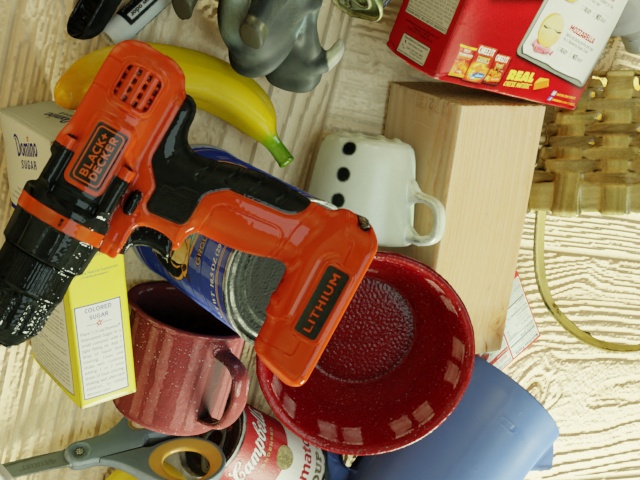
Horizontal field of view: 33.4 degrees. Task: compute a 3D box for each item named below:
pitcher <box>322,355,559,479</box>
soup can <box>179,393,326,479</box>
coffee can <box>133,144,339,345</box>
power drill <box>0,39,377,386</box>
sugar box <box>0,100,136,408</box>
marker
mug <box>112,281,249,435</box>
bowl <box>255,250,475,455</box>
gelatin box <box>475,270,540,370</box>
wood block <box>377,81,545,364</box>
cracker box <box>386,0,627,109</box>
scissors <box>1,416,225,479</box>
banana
[{"bbox_3d":[0.072,0.207,0.894,0.242,0.149,0.145,-50,147,-16],"label":"pitcher"},{"bbox_3d":[-0.052,0.169,0.837,0.102,0.069,0.068,36,85,-40],"label":"soup can"},{"bbox_3d":[-0.055,0.001,0.721,0.102,0.140,0.103,-14,116,-31],"label":"coffee can"},{"bbox_3d":[-0.077,0.008,0.599,0.187,0.057,0.184,29,92,-14],"label":"power drill"},{"bbox_3d":[-0.160,0.007,0.679,0.048,0.093,0.176,-13,115,-32],"label":"sugar box"},{"bbox_3d":[-0.095,-0.171,0.702,0.121,0.020,0.020,-45,128,-13],"label":"marker"},{"bbox_3d":[-0.092,0.089,0.749,0.093,0.117,0.081,-2,114,-48],"label":"mug"},{"bbox_3d":[0.031,0.077,0.799,0.162,0.055,0.162,-1,107,-4],"label":"bowl"},{"bbox_3d":[0.157,0.075,0.975,0.073,0.030,0.089,-39,126,-19],"label":"gelatin box"},{"bbox_3d":[0.102,-0.018,0.860,0.090,0.090,0.206,-6,112,-34],"label":"wood block"},{"bbox_3d":[0.158,-0.212,0.764,0.163,0.072,0.214,4,116,-40],"label":"cracker box"},{"bbox_3d":[-0.154,0.163,0.754,0.201,0.096,0.016,-23,144,-30],"label":"scissors"},{"bbox_3d":[-0.092,-0.098,0.701,0.197,0.070,0.037,10,135,-45],"label":"banana"}]
